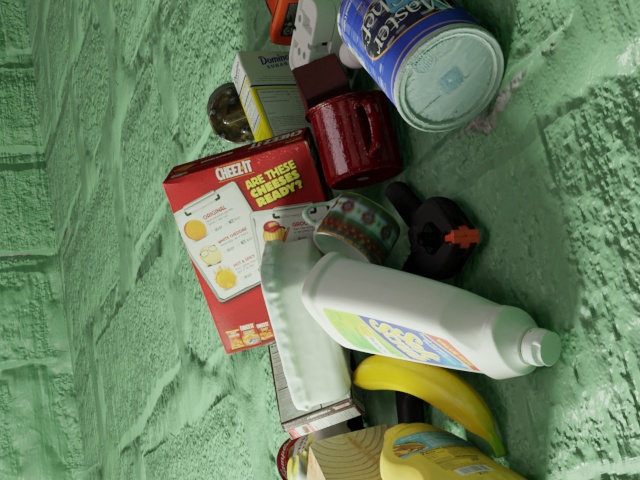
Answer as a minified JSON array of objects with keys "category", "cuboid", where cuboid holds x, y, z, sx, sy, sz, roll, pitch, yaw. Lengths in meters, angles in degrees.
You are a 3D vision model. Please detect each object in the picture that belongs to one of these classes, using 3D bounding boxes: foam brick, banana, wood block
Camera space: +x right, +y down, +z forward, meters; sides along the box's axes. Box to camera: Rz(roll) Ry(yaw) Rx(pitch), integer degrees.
[{"category":"foam brick","cuboid":[0.007,-0.158,1.182,0.078,0.053,0.051,71,178,-55]},{"category":"banana","cuboid":[0.095,0.142,1.016,0.198,0.037,0.070,23,121,47]},{"category":"wood block","cuboid":[0.038,0.301,1.137,0.206,0.090,0.091,95,156,-43]}]

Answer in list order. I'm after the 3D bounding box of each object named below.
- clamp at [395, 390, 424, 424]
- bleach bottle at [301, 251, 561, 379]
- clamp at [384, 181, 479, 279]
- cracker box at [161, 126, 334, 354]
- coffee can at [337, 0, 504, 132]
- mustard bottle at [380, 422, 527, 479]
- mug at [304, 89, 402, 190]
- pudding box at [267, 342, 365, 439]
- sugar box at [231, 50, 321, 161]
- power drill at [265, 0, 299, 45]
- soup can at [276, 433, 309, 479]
[{"category":"clamp","cuboid":[0.082,0.134,1.113,0.165,0.036,0.210,-125,34,-50]},{"category":"bleach bottle","cuboid":[0.099,0.071,0.951,0.251,0.068,0.102,8,145,49]},{"category":"clamp","cuboid":[0.104,0.008,1.040,0.172,0.039,0.120,-155,56,-72]},{"category":"cracker box","cuboid":[-0.058,0.001,1.172,0.072,0.164,0.213,-83,-24,-69]},{"category":"coffee can","cuboid":[0.087,-0.177,0.961,0.140,0.102,0.103,-121,34,-47]},{"category":"mustard bottle","cuboid":[0.109,0.213,0.987,0.192,0.096,0.058,-155,62,-64]},{"category":"mug","cuboid":[0.041,-0.105,1.100,0.117,0.093,0.081,140,118,-68]},{"category":"pudding box","cuboid":[-0.006,0.153,1.184,0.039,0.090,0.113,55,-162,-45]},{"category":"sugar box","cuboid":[-0.040,-0.154,1.277,0.048,0.093,0.176,111,147,-44]},{"category":"power drill","cuboid":[-0.047,-0.346,1.309,0.185,0.057,0.188,105,153,-46]},{"category":"soup can","cuboid":[-0.005,0.267,1.303,0.102,0.068,0.068,145,118,-63]}]
